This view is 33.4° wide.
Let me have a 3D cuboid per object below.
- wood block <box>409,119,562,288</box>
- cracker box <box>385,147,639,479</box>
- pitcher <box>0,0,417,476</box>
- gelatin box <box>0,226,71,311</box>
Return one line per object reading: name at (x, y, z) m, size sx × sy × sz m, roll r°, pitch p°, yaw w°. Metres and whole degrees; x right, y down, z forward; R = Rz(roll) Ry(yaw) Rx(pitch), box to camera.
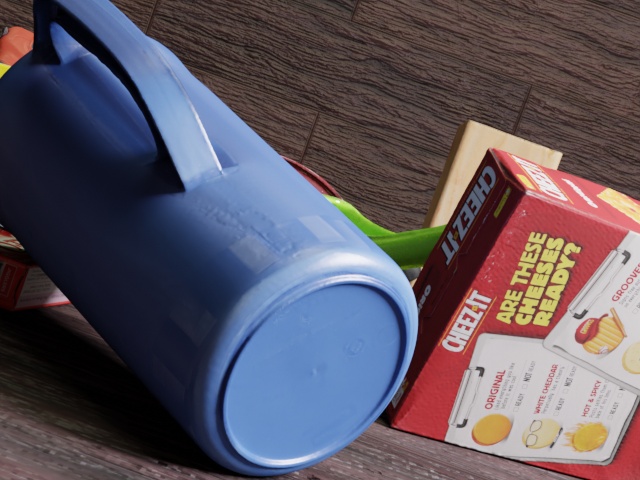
wood block at (0.135, 0.005, 0.967) m, size 0.090 × 0.206 × 0.091 m, roll 20°, pitch 4°, yaw 2°
cracker box at (0.161, 0.056, 0.647) m, size 0.213 × 0.164 × 0.072 m, roll 18°, pitch 23°, yaw -20°
pitcher at (-0.067, -0.010, 0.499) m, size 0.149 × 0.145 × 0.243 m, roll 23°, pitch 12°, yaw -43°
gelatin box at (-0.183, 0.012, 0.607) m, size 0.073 × 0.030 × 0.089 m, roll 21°, pitch 4°, yaw 9°
